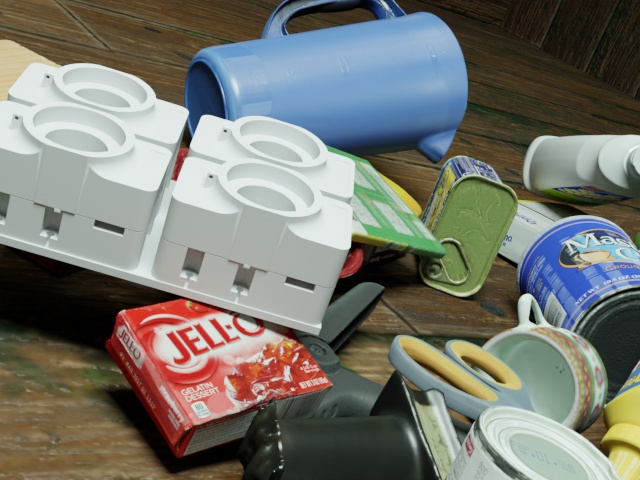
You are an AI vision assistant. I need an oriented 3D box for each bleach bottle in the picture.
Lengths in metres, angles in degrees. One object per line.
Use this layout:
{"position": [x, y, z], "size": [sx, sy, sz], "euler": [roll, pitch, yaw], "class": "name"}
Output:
{"position": [0.272, -0.072, 1.039], "size": [0.102, 0.068, 0.251], "euler": [14, 1, -1], "class": "bleach bottle"}

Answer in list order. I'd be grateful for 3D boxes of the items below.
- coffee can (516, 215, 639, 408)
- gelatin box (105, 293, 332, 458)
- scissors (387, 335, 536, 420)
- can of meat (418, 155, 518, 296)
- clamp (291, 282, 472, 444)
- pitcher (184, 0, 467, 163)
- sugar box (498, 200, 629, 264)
{"position": [0.219, 0.052, 0.826], "size": [0.102, 0.103, 0.140], "euler": [19, 19, -12], "class": "coffee can"}
{"position": [-0.050, 0.061, 0.527], "size": [0.089, 0.030, 0.073], "euler": [-9, 49, -41], "class": "gelatin box"}
{"position": [0.129, 0.108, 0.598], "size": [0.202, 0.016, 0.096], "euler": [31, 19, 19], "class": "scissors"}
{"position": [0.119, -0.015, 0.903], "size": [0.057, 0.102, 0.084], "euler": [20, 17, -7], "class": "can of meat"}
{"position": [0.001, 0.081, 0.600], "size": [0.209, 0.036, 0.165], "euler": [0, 34, -41], "class": "clamp"}
{"position": [0.000, -0.144, 0.984], "size": [0.242, 0.145, 0.149], "euler": [-11, 32, -28], "class": "pitcher"}
{"position": [0.234, -0.006, 1.094], "size": [0.175, 0.048, 0.093], "euler": [-2, 26, -46], "class": "sugar box"}
